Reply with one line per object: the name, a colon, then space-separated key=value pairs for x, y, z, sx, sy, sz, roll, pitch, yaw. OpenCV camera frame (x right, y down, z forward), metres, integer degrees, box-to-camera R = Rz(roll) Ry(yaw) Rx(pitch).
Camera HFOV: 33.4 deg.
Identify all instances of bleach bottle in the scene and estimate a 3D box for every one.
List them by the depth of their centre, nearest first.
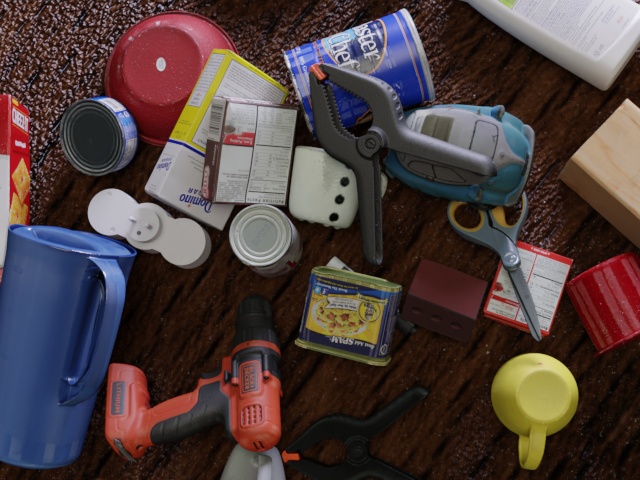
bleach bottle: x=0.235 y=-0.272 z=1.172 sx=0.251 sy=0.068 sz=0.102 roll=36 pitch=86 yaw=11

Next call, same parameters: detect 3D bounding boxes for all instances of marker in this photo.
marker: x=0.056 y=0.062 z=1.163 sx=0.121 sy=0.020 sz=0.020 roll=39 pitch=87 yaw=8

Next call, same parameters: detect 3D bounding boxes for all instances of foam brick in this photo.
foam brick: x=0.131 y=0.063 z=1.132 sx=0.078 sy=0.053 sz=0.051 roll=20 pitch=59 yaw=8

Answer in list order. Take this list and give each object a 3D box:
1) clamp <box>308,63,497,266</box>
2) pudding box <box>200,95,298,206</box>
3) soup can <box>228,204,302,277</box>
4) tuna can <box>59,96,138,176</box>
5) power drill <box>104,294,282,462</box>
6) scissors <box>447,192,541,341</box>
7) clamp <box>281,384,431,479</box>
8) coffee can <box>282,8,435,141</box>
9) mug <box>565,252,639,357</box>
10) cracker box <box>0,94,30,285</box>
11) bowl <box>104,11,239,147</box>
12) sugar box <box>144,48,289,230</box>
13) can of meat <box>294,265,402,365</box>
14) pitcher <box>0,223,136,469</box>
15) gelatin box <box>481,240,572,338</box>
clamp: x=0.052 y=-0.088 z=1.082 sx=0.210 sy=0.036 sz=0.165 roll=47 pitch=109 yaw=8
pudding box: x=-0.076 y=-0.094 z=1.142 sx=0.089 sy=0.039 sz=0.113 roll=2 pitch=102 yaw=-32
soup can: x=-0.057 y=0.001 z=1.139 sx=0.068 sy=0.102 sz=0.068 roll=-1 pitch=83 yaw=5
tuna can: x=-0.246 y=-0.117 z=1.188 sx=0.086 sy=0.033 sz=0.086 roll=7 pitch=106 yaw=24
power drill: x=-0.131 y=0.149 z=1.128 sx=0.188 sy=0.057 sz=0.184 roll=-15 pitch=48 yaw=12
scissors: x=0.181 y=0.018 z=1.125 sx=0.096 sy=0.016 sz=0.201 roll=-5 pitch=58 yaw=16
clamp: x=0.048 y=0.230 z=1.132 sx=0.171 sy=0.039 sz=0.120 roll=-16 pitch=77 yaw=9
coffee can: x=0.041 y=-0.178 z=1.154 sx=0.140 sy=0.103 sz=0.103 roll=-19 pitch=81 yaw=2
mug: x=0.319 y=0.060 z=1.109 sx=0.117 sy=0.093 sz=0.081 roll=-23 pitch=76 yaw=-9
cracker box: x=-0.413 y=-0.047 z=1.193 sx=0.164 sy=0.072 sz=0.214 roll=-3 pitch=81 yaw=4
bowl: x=-0.171 y=-0.189 z=1.199 sx=0.162 sy=0.055 sz=0.162 roll=-1 pitch=82 yaw=5
sugar box: x=-0.113 y=-0.110 z=1.167 sx=0.093 sy=0.048 sz=0.176 roll=30 pitch=86 yaw=-34
can of meat: x=0.031 y=0.078 z=1.131 sx=0.102 sy=0.057 sz=0.084 roll=12 pitch=97 yaw=13
pitcher: x=-0.275 y=0.111 z=1.110 sx=0.145 sy=0.149 sz=0.243 roll=13 pitch=96 yaw=1
gelatin box: x=0.221 y=0.051 z=1.144 sx=0.073 sy=0.030 sz=0.089 roll=19 pitch=81 yaw=7
